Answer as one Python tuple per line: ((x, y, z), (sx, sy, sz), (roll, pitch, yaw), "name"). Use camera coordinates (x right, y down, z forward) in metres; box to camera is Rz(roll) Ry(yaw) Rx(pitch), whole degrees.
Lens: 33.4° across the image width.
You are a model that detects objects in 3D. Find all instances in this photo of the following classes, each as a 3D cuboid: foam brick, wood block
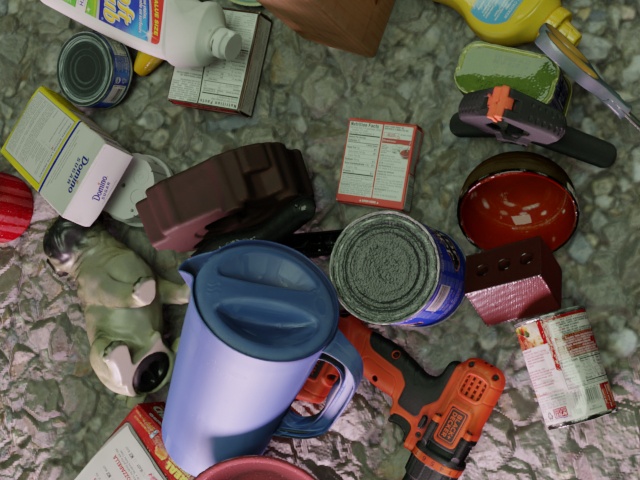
((0.182, 0.039, 1.004), (0.078, 0.051, 0.053), (-17, 38, 25), "foam brick")
((0.000, -0.254, 1.031), (0.090, 0.205, 0.091), (20, 91, 20), "wood block")

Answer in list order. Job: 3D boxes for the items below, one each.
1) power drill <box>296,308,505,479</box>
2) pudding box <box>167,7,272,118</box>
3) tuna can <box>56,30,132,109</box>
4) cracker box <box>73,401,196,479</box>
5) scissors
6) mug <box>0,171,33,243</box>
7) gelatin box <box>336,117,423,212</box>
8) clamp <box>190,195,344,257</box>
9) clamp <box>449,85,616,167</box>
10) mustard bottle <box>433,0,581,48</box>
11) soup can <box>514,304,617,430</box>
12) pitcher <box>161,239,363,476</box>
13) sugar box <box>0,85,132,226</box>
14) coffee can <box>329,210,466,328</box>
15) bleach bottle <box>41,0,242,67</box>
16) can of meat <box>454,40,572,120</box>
((0.064, 0.167, 1.048), (0.188, 0.057, 0.184), (30, 94, 18), "power drill")
((-0.109, -0.195, 1.153), (0.090, 0.039, 0.113), (12, 90, 19), "pudding box")
((-0.254, -0.191, 1.194), (0.086, 0.033, 0.086), (2, 95, 30), "tuna can")
((-0.189, 0.301, 1.113), (0.164, 0.072, 0.214), (43, 100, 18), "cracker box")
((0.268, -0.138, 0.993), (0.016, 0.201, 0.096), (-45, 28, 24), "scissors")
((-0.391, -0.043, 1.211), (0.117, 0.081, 0.093), (11, 88, 20), "mug")
((0.060, -0.077, 1.086), (0.073, 0.030, 0.089), (9, 87, 21), "gelatin box")
((-0.057, 0.001, 1.064), (0.171, 0.120, 0.039), (-16, 60, 9), "clamp")
((0.169, -0.107, 0.966), (0.165, 0.209, 0.036), (14, 90, 27), "clamp")
((0.175, -0.247, 1.048), (0.192, 0.058, 0.096), (40, 92, 19), "mustard bottle")
((0.227, 0.117, 0.988), (0.069, 0.068, 0.102), (-19, 79, 16), "soup can")
((-0.068, 0.129, 1.001), (0.243, 0.144, 0.149), (112, 143, -46), "pitcher")
((-0.279, -0.094, 1.164), (0.176, 0.048, 0.093), (38, 99, 41), "sugar box")
((0.078, 0.030, 1.010), (0.103, 0.140, 0.103), (-2, 84, 19), "coffee can")
((-0.185, -0.254, 1.128), (0.251, 0.068, 0.103), (27, 104, 26), "bleach bottle")
((0.184, -0.149, 1.022), (0.102, 0.083, 0.057), (15, 90, 20), "can of meat")
